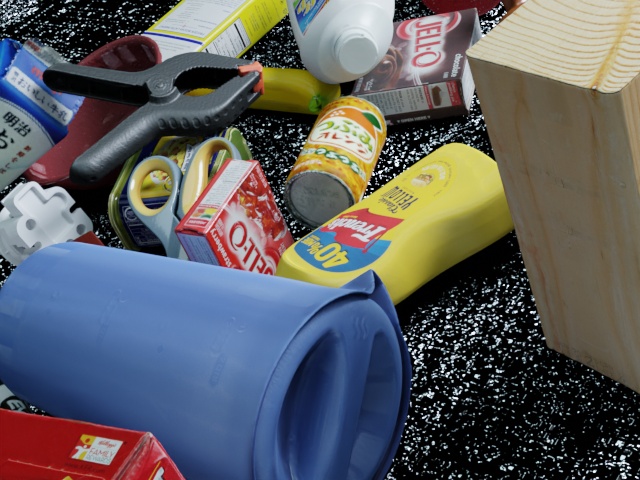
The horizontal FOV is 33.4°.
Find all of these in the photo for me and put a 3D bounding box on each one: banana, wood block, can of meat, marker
[{"bbox_3d":[-0.048,-0.129,0.904,0.198,0.037,0.069,12,7,44],"label":"banana"},{"bbox_3d":[0.158,-0.026,0.549,0.090,0.206,0.090,-40,41,-21],"label":"wood block"},{"bbox_3d":[-0.106,-0.042,0.831,0.084,0.057,0.102,-5,42,19],"label":"can of meat"},{"bbox_3d":[-0.187,0.115,0.672,0.020,0.020,0.121,-35,46,-14],"label":"marker"}]

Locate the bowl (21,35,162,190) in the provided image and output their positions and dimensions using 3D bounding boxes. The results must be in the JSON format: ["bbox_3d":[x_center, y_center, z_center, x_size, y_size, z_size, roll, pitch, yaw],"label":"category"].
[{"bbox_3d":[-0.184,-0.099,0.922,0.162,0.055,0.162,-25,42,25],"label":"bowl"}]

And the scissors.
[{"bbox_3d":[-0.113,0.014,0.749,0.096,0.016,0.201,8,66,25],"label":"scissors"}]

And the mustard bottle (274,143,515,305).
[{"bbox_3d":[0.032,0.009,0.694,0.191,0.058,0.096,-33,29,-10],"label":"mustard bottle"}]

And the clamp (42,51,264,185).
[{"bbox_3d":[-0.132,-0.114,0.831,0.171,0.039,0.120,-21,63,-19],"label":"clamp"}]

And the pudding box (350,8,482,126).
[{"bbox_3d":[0.080,-0.140,0.861,0.090,0.039,0.113,-7,40,21],"label":"pudding box"}]

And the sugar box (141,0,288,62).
[{"bbox_3d":[-0.118,-0.193,1.027,0.093,0.048,0.176,20,59,42],"label":"sugar box"}]

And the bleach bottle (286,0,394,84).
[{"bbox_3d":[0.023,-0.191,0.875,0.103,0.068,0.251,-45,21,15],"label":"bleach bottle"}]

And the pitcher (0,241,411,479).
[{"bbox_3d":[-0.084,0.080,0.613,0.243,0.145,0.148,11,21,37],"label":"pitcher"}]

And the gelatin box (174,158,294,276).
[{"bbox_3d":[-0.055,0.001,0.726,0.030,0.089,0.073,7,47,32],"label":"gelatin box"}]
